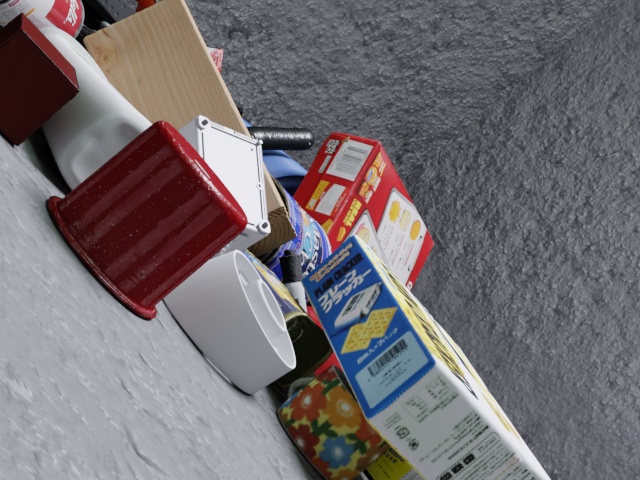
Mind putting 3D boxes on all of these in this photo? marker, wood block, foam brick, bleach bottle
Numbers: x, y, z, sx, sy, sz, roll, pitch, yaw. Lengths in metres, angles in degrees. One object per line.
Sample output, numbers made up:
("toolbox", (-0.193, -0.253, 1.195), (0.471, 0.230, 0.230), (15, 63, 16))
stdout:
("marker", (-0.019, 0.067, 0.890), (0.020, 0.020, 0.121), (37, 46, -82))
("wood block", (-0.106, -0.083, 0.878), (0.206, 0.091, 0.090), (63, -2, 17))
("foam brick", (-0.186, -0.101, 0.660), (0.051, 0.053, 0.078), (49, 2, -24))
("bleach bottle", (-0.170, -0.093, 0.781), (0.102, 0.068, 0.251), (53, -3, -36))

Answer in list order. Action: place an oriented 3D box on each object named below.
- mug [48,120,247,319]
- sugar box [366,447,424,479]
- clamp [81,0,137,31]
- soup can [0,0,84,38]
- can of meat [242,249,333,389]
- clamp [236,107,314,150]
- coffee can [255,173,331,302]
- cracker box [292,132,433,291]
("mug", (-0.097, -0.016, 0.634), (0.093, 0.081, 0.117), (50, 2, -5))
("sugar box", (0.093, 0.226, 0.972), (0.093, 0.048, 0.176), (51, 3, 30))
("clamp", (-0.272, -0.269, 1.107), (0.210, 0.036, 0.165), (37, -17, -5))
("soup can", (-0.260, -0.214, 0.931), (0.068, 0.068, 0.102), (51, 3, 19))
("can of meat", (-0.044, 0.059, 0.833), (0.084, 0.057, 0.102), (49, 0, 29))
("clamp", (-0.103, -0.118, 1.180), (0.120, 0.039, 0.171), (18, 20, 41))
("coffee can", (-0.056, 0.001, 0.976), (0.103, 0.103, 0.140), (51, 2, 22))
("cracker box", (0.034, 0.010, 1.159), (0.072, 0.164, 0.213), (17, -22, 31))
